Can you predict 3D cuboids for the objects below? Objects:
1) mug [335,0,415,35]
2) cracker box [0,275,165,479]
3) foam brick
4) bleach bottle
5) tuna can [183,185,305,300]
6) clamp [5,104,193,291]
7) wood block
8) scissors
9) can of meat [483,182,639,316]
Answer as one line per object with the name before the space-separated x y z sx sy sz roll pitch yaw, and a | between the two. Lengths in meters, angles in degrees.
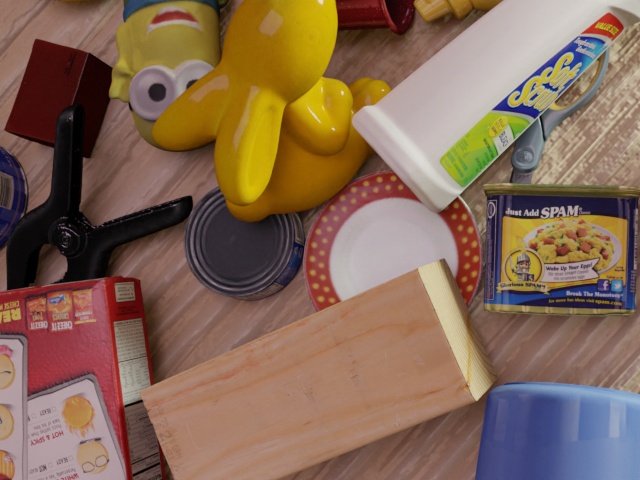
mug | 0.014 -0.190 0.761 0.082 0.117 0.093 1 110 22
cracker box | -0.201 0.141 0.774 0.164 0.072 0.214 -8 88 17
foam brick | -0.203 -0.111 0.843 0.053 0.051 0.078 17 86 18
bleach bottle | 0.141 -0.130 0.695 0.251 0.102 0.068 -42 65 6
tuna can | -0.055 0.001 0.787 0.086 0.033 0.086 -3 80 17
clamp | -0.177 -0.004 0.811 0.120 0.039 0.172 33 110 7
wood block | 0.000 0.096 0.706 0.206 0.090 0.090 -25 85 18
scissors | 0.131 -0.072 0.753 0.096 0.016 0.202 30 90 21
can of meat | 0.157 0.007 0.701 0.102 0.057 0.084 2 88 8
